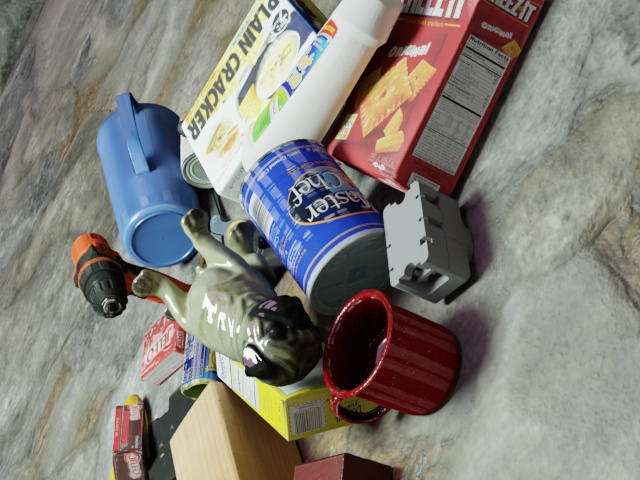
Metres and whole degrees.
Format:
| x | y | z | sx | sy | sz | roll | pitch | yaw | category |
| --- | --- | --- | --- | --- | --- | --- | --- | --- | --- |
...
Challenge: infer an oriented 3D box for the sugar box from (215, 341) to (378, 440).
| x | y | z | sx | sy | sz | roll | pitch | yaw | category |
| --- | --- | --- | --- | --- | --- | --- | --- | --- | --- |
| -0.026 | 0.129 | 1.003 | 0.176 | 0.093 | 0.048 | -158 | 61 | -64 | sugar box |

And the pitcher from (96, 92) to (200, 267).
| x | y | z | sx | sy | sz | roll | pitch | yaw | category |
| --- | --- | --- | --- | --- | --- | --- | --- | --- | --- |
| -0.236 | -0.083 | 1.473 | 0.145 | 0.149 | 0.243 | -53 | 34 | 24 | pitcher |

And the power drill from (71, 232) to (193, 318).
| x | y | z | sx | sy | sz | roll | pitch | yaw | category |
| --- | --- | --- | --- | --- | --- | --- | --- | --- | --- |
| -0.196 | 0.063 | 1.246 | 0.057 | 0.187 | 0.184 | -59 | 28 | 10 | power drill |

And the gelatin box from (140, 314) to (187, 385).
| x | y | z | sx | sy | sz | roll | pitch | yaw | category |
| --- | --- | --- | --- | --- | --- | --- | --- | --- | --- |
| -0.194 | 0.131 | 1.357 | 0.089 | 0.030 | 0.073 | -41 | 38 | 39 | gelatin box |

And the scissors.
| x | y | z | sx | sy | sz | roll | pitch | yaw | category |
| --- | --- | --- | --- | --- | --- | --- | --- | --- | --- |
| -0.117 | -0.028 | 1.356 | 0.096 | 0.016 | 0.201 | -34 | 32 | 28 | scissors |

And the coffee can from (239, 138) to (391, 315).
| x | y | z | sx | sy | sz | roll | pitch | yaw | category |
| --- | --- | --- | --- | --- | --- | --- | --- | --- | --- |
| 0.000 | -0.014 | 1.010 | 0.103 | 0.102 | 0.140 | -54 | 52 | 22 | coffee can |

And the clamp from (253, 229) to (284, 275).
| x | y | z | sx | sy | sz | roll | pitch | yaw | category |
| --- | --- | --- | --- | --- | --- | --- | --- | --- | --- |
| -0.058 | 0.001 | 1.210 | 0.172 | 0.039 | 0.120 | -37 | 39 | 43 | clamp |

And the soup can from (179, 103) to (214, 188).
| x | y | z | sx | sy | sz | roll | pitch | yaw | category |
| --- | --- | --- | --- | --- | --- | --- | --- | --- | --- |
| -0.156 | -0.128 | 1.442 | 0.069 | 0.068 | 0.102 | -46 | 35 | 33 | soup can |

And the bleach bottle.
| x | y | z | sx | sy | sz | roll | pitch | yaw | category |
| --- | --- | --- | --- | --- | --- | --- | --- | --- | --- |
| 0.009 | -0.170 | 1.059 | 0.251 | 0.068 | 0.102 | -54 | 18 | 29 | bleach bottle |

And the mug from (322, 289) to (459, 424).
| x | y | z | sx | sy | sz | roll | pitch | yaw | category |
| --- | --- | --- | --- | --- | --- | --- | --- | --- | --- |
| 0.055 | 0.107 | 0.894 | 0.117 | 0.081 | 0.093 | -58 | 29 | 15 | mug |

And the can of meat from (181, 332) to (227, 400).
| x | y | z | sx | sy | sz | roll | pitch | yaw | category |
| --- | --- | --- | --- | --- | --- | --- | --- | --- | --- |
| -0.094 | 0.127 | 1.116 | 0.058 | 0.102 | 0.084 | -35 | 44 | 46 | can of meat |

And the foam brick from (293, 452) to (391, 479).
| x | y | z | sx | sy | sz | roll | pitch | yaw | category |
| --- | --- | --- | --- | --- | --- | --- | --- | --- | --- |
| 0.017 | 0.216 | 0.911 | 0.078 | 0.052 | 0.051 | -27 | 47 | 49 | foam brick |

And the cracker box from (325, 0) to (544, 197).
| x | y | z | sx | sy | sz | roll | pitch | yaw | category |
| --- | --- | --- | --- | --- | --- | --- | --- | --- | --- |
| 0.100 | -0.154 | 1.016 | 0.214 | 0.072 | 0.164 | -65 | 26 | 4 | cracker box |

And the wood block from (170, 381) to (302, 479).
| x | y | z | sx | sy | sz | roll | pitch | yaw | category |
| --- | --- | --- | --- | --- | --- | --- | --- | --- | --- |
| -0.070 | 0.240 | 1.002 | 0.090 | 0.090 | 0.206 | -56 | 30 | 20 | wood block |

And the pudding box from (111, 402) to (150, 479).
| x | y | z | sx | sy | sz | roll | pitch | yaw | category |
| --- | --- | --- | --- | --- | --- | --- | --- | --- | --- |
| -0.215 | 0.258 | 1.225 | 0.090 | 0.039 | 0.113 | -102 | 11 | -61 | pudding box |
